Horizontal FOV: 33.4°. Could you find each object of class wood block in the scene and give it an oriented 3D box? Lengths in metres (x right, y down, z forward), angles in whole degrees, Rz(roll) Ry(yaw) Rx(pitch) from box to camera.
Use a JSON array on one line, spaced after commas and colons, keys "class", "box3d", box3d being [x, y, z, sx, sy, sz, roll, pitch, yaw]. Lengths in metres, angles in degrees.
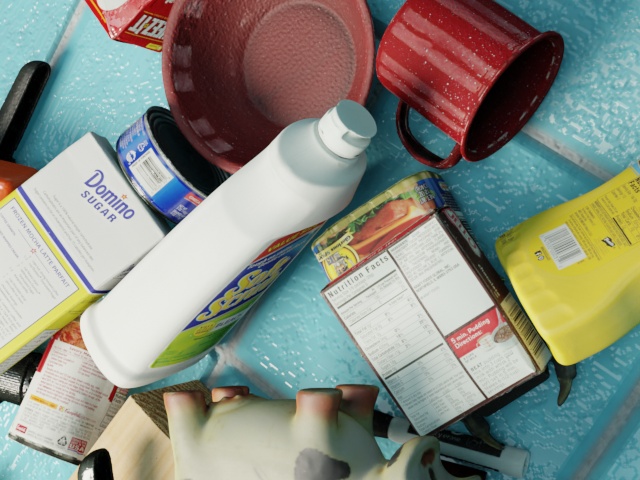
[{"class": "wood block", "box3d": [-0.138, 0.209, 0.765, 0.090, 0.090, 0.206, 42, 107, 18]}]

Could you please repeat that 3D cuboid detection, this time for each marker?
[{"class": "marker", "box3d": [0.077, 0.132, 0.705, 0.121, 0.020, 0.020, 12, 96, 24]}]

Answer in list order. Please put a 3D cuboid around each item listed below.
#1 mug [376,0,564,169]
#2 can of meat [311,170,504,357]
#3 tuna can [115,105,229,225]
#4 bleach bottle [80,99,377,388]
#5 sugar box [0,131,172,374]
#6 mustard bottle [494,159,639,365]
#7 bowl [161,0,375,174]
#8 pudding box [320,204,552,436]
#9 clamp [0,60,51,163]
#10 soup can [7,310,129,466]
[{"class": "mug", "box3d": [0.085, -0.100, 0.666, 0.082, 0.093, 0.117, 41, 126, 23]}, {"class": "can of meat", "box3d": [0.054, 0.015, 0.694, 0.102, 0.057, 0.084, -33, 76, 22]}, {"class": "tuna can", "box3d": [-0.102, -0.051, 0.747, 0.034, 0.086, 0.086, -38, 76, 17]}, {"class": "bleach bottle", "box3d": [-0.054, 0.001, 0.681, 0.251, 0.102, 0.068, -45, 71, 38]}, {"class": "sugar box", "box3d": [-0.196, 0.014, 0.741, 0.176, 0.048, 0.093, -36, 84, 2]}, {"class": "mustard bottle", "box3d": [0.201, -0.010, 0.609, 0.192, 0.058, 0.096, -30, 35, 10]}, {"class": "bowl", "box3d": [-0.027, -0.122, 0.727, 0.162, 0.055, 0.162, 1, 93, 26]}, {"class": "pudding box", "box3d": [0.068, 0.049, 0.635, 0.090, 0.039, 0.113, -35, 86, 23]}, {"class": "clamp", "box3d": [-0.255, -0.064, 0.843, 0.172, 0.039, 0.120, -18, 83, 20]}, {"class": "soup can", "box3d": [-0.175, 0.107, 0.776, 0.069, 0.068, 0.102, 16, 77, 23]}]
